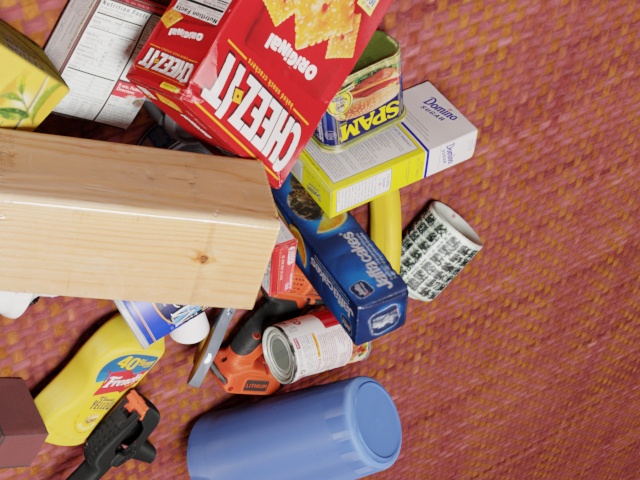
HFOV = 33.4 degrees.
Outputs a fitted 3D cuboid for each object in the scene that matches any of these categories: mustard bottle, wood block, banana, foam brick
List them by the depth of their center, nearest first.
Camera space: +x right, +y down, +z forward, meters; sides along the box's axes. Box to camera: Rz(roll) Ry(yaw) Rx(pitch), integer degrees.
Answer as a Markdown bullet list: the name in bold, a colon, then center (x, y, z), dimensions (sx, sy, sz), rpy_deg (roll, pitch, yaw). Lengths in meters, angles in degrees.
- **wood block**: center (-0.147, -0.014, 0.816), dimensions (0.205, 0.090, 0.091), rpy_deg (6, 127, -20)
- **foam brick**: center (-0.317, 0.183, 1.067), dimensions (0.051, 0.078, 0.053), rpy_deg (4, 129, -45)
- **mustard bottle**: center (-0.218, 0.130, 1.111), dimensions (0.192, 0.058, 0.096), rpy_deg (-48, 153, 11)
- **banana**: center (0.074, -0.006, 1.209), dimensions (0.037, 0.069, 0.198), rpy_deg (0, 115, 3)

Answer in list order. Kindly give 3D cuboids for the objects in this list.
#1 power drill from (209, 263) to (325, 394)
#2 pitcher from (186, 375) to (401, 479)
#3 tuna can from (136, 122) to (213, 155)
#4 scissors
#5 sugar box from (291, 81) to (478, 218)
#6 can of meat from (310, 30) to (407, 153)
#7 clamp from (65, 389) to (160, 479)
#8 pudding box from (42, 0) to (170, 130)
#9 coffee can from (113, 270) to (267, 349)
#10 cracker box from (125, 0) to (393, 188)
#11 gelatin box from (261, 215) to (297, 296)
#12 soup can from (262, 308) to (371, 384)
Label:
- **power drill**: center (-0.035, 0.095, 1.241), dimensions (0.184, 0.057, 0.188), rpy_deg (14, 118, -48)
- **pitcher**: center (-0.026, 0.233, 1.261), dimensions (0.243, 0.149, 0.144), rpy_deg (-22, 155, 33)
- **tuna can**: center (-0.127, -0.074, 0.986), dimensions (0.086, 0.034, 0.086), rpy_deg (-24, 142, -20)
- **scissors**: center (-0.099, 0.066, 1.172), dimensions (0.016, 0.096, 0.202), rpy_deg (26, 85, -11)
- **sugar box**: center (0.061, -0.094, 1.081), dimensions (0.176, 0.093, 0.048), rpy_deg (-21, 142, -22)
- **can of meat**: center (0.032, -0.146, 1.031), dimensions (0.102, 0.057, 0.084), rpy_deg (-27, 141, -17)
- **clamp**: center (-0.234, 0.235, 1.178), dimensions (0.164, 0.036, 0.210), rpy_deg (-32, 161, -35)
- **pudding box**: center (-0.172, -0.149, 0.861), dimensions (0.089, 0.039, 0.114), rpy_deg (11, 120, -47)
- **coffee can**: center (-0.137, 0.026, 1.030), dimensions (0.140, 0.103, 0.103), rpy_deg (-31, 144, -10)
- **cracker box**: center (-0.037, -0.173, 0.870), dimensions (0.213, 0.072, 0.164), rpy_deg (-60, 146, -7)
- **gelatin box**: center (-0.057, 0.001, 1.085), dimensions (0.030, 0.089, 0.073), rpy_deg (-19, 140, -25)
- **soup can**: center (-0.005, 0.114, 1.179), dimensions (0.102, 0.069, 0.069), rpy_deg (-14, 138, -31)
